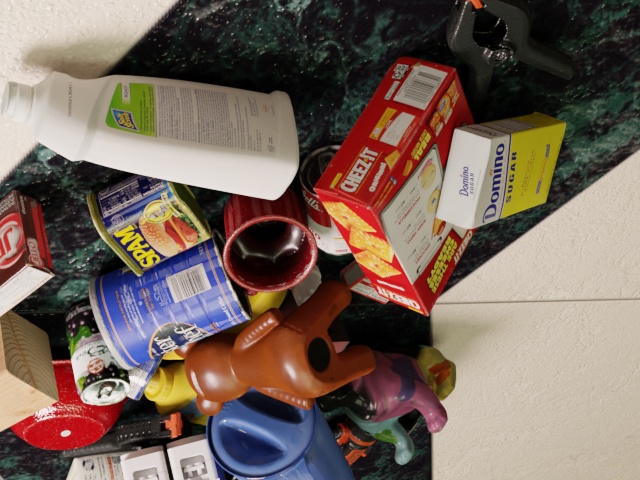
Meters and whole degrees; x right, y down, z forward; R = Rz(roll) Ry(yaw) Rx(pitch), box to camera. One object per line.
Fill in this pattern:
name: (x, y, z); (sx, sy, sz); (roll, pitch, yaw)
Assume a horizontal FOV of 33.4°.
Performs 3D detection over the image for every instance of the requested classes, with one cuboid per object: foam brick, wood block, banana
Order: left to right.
wood block: (-0.395, 0.164, 1.136); (0.206, 0.091, 0.090); (-28, 144, 10)
banana: (-0.101, 0.085, 1.227); (0.198, 0.037, 0.069); (-40, 127, 24)
foam brick: (-0.009, 0.103, 1.257); (0.052, 0.078, 0.051); (1, 139, -30)

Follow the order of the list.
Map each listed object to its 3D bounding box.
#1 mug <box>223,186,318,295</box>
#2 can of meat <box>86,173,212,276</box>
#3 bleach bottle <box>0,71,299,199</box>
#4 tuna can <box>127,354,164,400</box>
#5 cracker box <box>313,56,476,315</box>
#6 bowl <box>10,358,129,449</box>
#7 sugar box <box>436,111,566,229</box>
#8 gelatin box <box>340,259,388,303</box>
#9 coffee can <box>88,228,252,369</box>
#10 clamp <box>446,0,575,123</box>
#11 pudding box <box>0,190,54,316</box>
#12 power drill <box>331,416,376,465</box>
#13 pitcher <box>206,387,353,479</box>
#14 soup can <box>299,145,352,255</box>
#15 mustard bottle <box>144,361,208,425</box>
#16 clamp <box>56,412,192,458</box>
mug: (-0.057, 0.001, 1.075); (0.093, 0.081, 0.117); (9, 123, -15)
can of meat: (-0.164, -0.022, 1.035); (0.084, 0.057, 0.102); (-26, 144, 4)
bleach bottle: (-0.145, -0.102, 0.919); (0.250, 0.102, 0.068); (10, 141, -26)
tuna can: (-0.199, 0.135, 1.194); (0.033, 0.086, 0.086); (28, 129, -7)
cracker box: (0.090, -0.049, 1.046); (0.164, 0.072, 0.213); (-58, 148, -17)
bowl: (-0.299, 0.200, 1.242); (0.162, 0.055, 0.162); (-7, 146, -5)
sugar box: (0.183, -0.072, 1.064); (0.175, 0.048, 0.093); (-20, 126, -54)
gelatin box: (0.079, 0.031, 1.246); (0.089, 0.030, 0.073); (-40, 142, 25)
coffee can: (-0.154, 0.061, 1.108); (0.140, 0.103, 0.102); (-22, 144, 2)
clamp: (0.175, -0.184, 1.003); (0.120, 0.039, 0.171); (-24, 144, 2)
pudding box: (-0.303, 0.021, 0.994); (0.114, 0.090, 0.039); (-36, 142, 22)
power drill: (-0.004, 0.276, 1.502); (0.187, 0.057, 0.185); (4, 138, -30)
pitcher: (-0.032, 0.271, 1.296); (0.145, 0.149, 0.242); (0, 149, 18)
soup can: (0.017, -0.040, 1.091); (0.068, 0.068, 0.102); (-17, 145, -5)
mustard bottle: (-0.147, 0.190, 1.318); (0.096, 0.058, 0.191); (-35, 143, 30)
clamp: (-0.229, 0.245, 1.321); (0.164, 0.036, 0.210); (1, 162, -25)
